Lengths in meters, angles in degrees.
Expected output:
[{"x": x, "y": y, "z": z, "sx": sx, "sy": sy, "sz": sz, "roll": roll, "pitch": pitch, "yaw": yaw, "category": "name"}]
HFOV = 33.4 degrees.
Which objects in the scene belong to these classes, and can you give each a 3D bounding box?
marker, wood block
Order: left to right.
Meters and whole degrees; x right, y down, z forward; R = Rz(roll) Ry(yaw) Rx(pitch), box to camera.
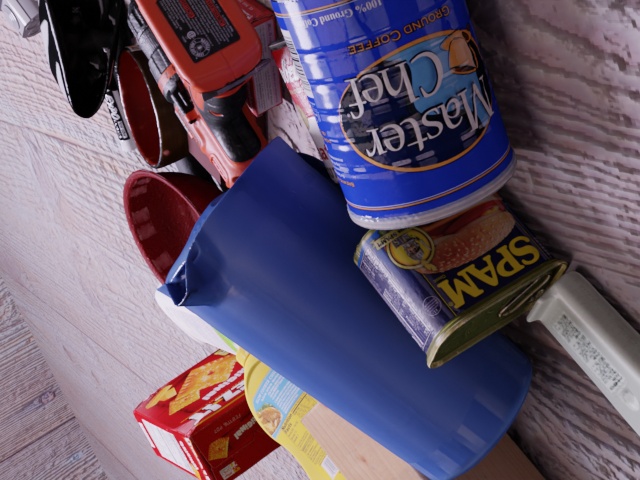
[{"x": -0.232, "y": -0.155, "z": 1.200, "sx": 0.020, "sy": 0.020, "sz": 0.121, "roll": 32, "pitch": 145, "yaw": 48, "category": "marker"}, {"x": 0.093, "y": 0.181, "z": 0.814, "sx": 0.206, "sy": 0.090, "sz": 0.090, "roll": 50, "pitch": 143, "yaw": 11, "category": "wood block"}]

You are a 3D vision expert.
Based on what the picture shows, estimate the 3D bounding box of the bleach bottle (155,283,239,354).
[{"x": -0.083, "y": 0.085, "z": 1.101, "sx": 0.102, "sy": 0.068, "sz": 0.251, "roll": 46, "pitch": 165, "yaw": -27, "category": "bleach bottle"}]

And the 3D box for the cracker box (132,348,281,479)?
[{"x": -0.092, "y": 0.171, "z": 1.129, "sx": 0.072, "sy": 0.164, "sz": 0.214, "roll": 61, "pitch": 158, "yaw": -11, "category": "cracker box"}]

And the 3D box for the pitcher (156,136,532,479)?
[{"x": 0.024, "y": 0.045, "z": 0.734, "sx": 0.243, "sy": 0.149, "sz": 0.145, "roll": 38, "pitch": 175, "yaw": -2, "category": "pitcher"}]

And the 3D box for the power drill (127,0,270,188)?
[{"x": -0.092, "y": -0.136, "z": 0.767, "sx": 0.184, "sy": 0.057, "sz": 0.188, "roll": 55, "pitch": 172, "yaw": 11, "category": "power drill"}]

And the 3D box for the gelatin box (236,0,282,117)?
[{"x": -0.065, "y": -0.153, "z": 0.839, "sx": 0.073, "sy": 0.030, "sz": 0.089, "roll": 42, "pitch": 153, "yaw": 35, "category": "gelatin box"}]

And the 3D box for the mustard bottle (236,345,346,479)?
[{"x": -0.012, "y": 0.141, "z": 0.935, "sx": 0.192, "sy": 0.058, "sz": 0.096, "roll": 44, "pitch": 121, "yaw": 24, "category": "mustard bottle"}]

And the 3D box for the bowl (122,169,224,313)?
[{"x": -0.118, "y": -0.006, "z": 1.018, "sx": 0.162, "sy": 0.055, "sz": 0.162, "roll": 35, "pitch": 143, "yaw": 31, "category": "bowl"}]

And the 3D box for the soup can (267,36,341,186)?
[{"x": 0.018, "y": -0.095, "z": 0.692, "sx": 0.069, "sy": 0.068, "sz": 0.102, "roll": 4, "pitch": 122, "yaw": 64, "category": "soup can"}]

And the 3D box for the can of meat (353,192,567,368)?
[{"x": 0.083, "y": 0.015, "z": 0.651, "sx": 0.084, "sy": 0.102, "sz": 0.057, "roll": 52, "pitch": 156, "yaw": 22, "category": "can of meat"}]

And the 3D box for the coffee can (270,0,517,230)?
[{"x": 0.042, "y": -0.091, "z": 0.600, "sx": 0.103, "sy": 0.102, "sz": 0.140, "roll": 17, "pitch": 133, "yaw": 58, "category": "coffee can"}]
